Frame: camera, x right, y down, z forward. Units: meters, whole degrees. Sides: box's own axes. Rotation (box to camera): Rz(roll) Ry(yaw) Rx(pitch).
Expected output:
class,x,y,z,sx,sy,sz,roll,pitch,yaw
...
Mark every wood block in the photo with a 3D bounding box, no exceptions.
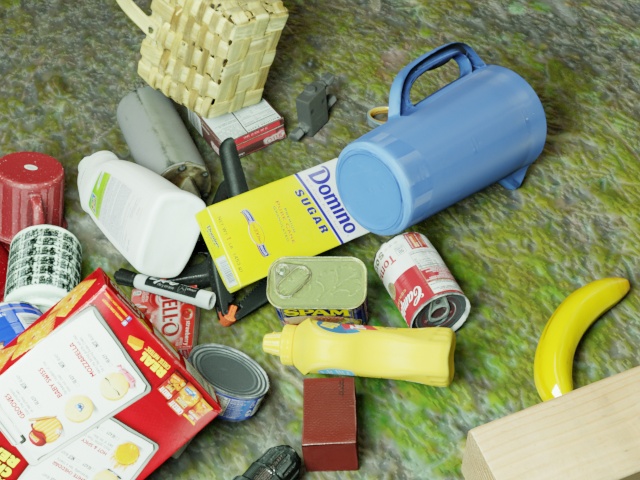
class,x,y,z,sx,sy,sz,roll,pitch,yaw
wood block,0.241,0.190,0.956,0.206,0.091,0.090,-19,56,-10

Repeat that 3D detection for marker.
class,x,y,z,sx,sy,sz,roll,pitch,yaw
marker,-0.170,0.051,1.152,0.121,0.020,0.020,14,50,20

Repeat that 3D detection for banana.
class,x,y,z,sx,sy,sz,roll,pitch,yaw
banana,0.260,0.101,1.087,0.069,0.037,0.197,32,56,-4

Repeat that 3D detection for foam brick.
class,x,y,z,sx,sy,sz,roll,pitch,yaw
foam brick,0.010,0.178,1.030,0.053,0.051,0.078,-2,47,4

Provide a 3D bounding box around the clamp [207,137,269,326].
class,x,y,z,sx,sy,sz,roll,pitch,yaw
clamp,-0.058,0.001,1.188,0.164,0.036,0.210,18,68,-12

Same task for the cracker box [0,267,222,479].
class,x,y,z,sx,sy,sz,roll,pitch,yaw
cracker box,-0.223,0.156,0.958,0.213,0.164,0.072,-41,20,-2

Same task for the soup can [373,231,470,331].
class,x,y,z,sx,sy,sz,roll,pitch,yaw
soup can,0.106,0.047,1.131,0.068,0.068,0.102,-19,47,-11

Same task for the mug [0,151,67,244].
class,x,y,z,sx,sy,sz,roll,pitch,yaw
mug,-0.339,-0.045,1.243,0.093,0.081,0.117,-3,36,-21

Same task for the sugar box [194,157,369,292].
class,x,y,z,sx,sy,sz,roll,pitch,yaw
sugar box,-0.038,-0.019,1.153,0.176,0.048,0.093,-24,91,-27

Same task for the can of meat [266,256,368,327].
class,x,y,z,sx,sy,sz,roll,pitch,yaw
can of meat,0.000,0.059,1.114,0.102,0.084,0.057,0,66,6

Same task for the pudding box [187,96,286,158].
class,x,y,z,sx,sy,sz,roll,pitch,yaw
pudding box,-0.110,-0.156,1.372,0.090,0.039,0.114,-25,51,-18

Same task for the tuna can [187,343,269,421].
class,x,y,z,sx,sy,sz,roll,pitch,yaw
tuna can,-0.096,0.141,1.061,0.086,0.034,0.086,22,22,-10

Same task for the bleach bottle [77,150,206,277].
class,x,y,z,sx,sy,sz,roll,pitch,yaw
bleach bottle,-0.221,-0.050,1.226,0.068,0.103,0.251,13,15,-37

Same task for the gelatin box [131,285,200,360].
class,x,y,z,sx,sy,sz,roll,pitch,yaw
gelatin box,-0.169,0.090,1.150,0.073,0.030,0.089,-3,47,3

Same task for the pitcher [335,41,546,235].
class,x,y,z,sx,sy,sz,roll,pitch,yaw
pitcher,0.128,-0.108,1.186,0.149,0.145,0.242,39,47,24

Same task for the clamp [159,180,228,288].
class,x,y,z,sx,sy,sz,roll,pitch,yaw
clamp,-0.124,-0.004,1.227,0.171,0.039,0.120,-30,51,-25

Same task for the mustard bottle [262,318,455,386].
class,x,y,z,sx,sy,sz,roll,pitch,yaw
mustard bottle,0.037,0.110,1.066,0.192,0.096,0.058,3,89,11
